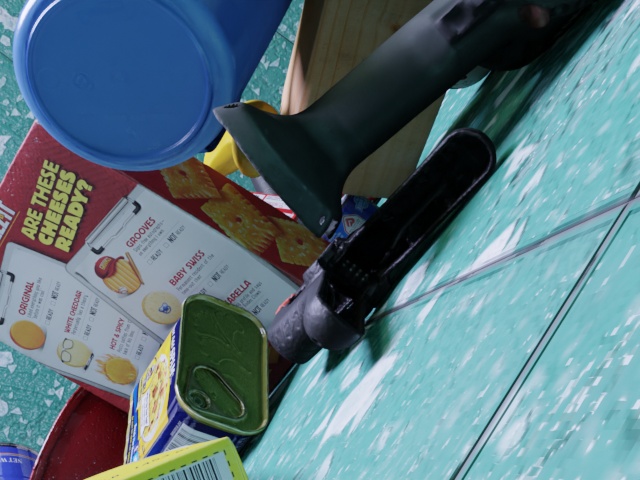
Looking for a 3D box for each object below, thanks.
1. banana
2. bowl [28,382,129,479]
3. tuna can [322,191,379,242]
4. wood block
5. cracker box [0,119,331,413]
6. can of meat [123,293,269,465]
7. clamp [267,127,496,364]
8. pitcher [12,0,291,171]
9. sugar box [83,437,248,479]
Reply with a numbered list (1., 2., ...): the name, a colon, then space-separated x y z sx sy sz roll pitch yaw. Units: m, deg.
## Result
1. banana: -0.053 -0.067 0.753 0.198 0.037 0.069 168 117 -75
2. bowl: -0.146 0.174 0.747 0.162 0.055 0.162 15 -90 -77
3. tuna can: 0.011 0.005 0.760 0.086 0.034 0.086 -54 3 3
4. wood block: 0.034 -0.129 0.681 0.206 0.090 0.091 108 166 -51
5. cracker box: -0.113 0.025 0.698 0.164 0.213 0.072 -53 11 29
6. can of meat: -0.075 0.097 0.630 0.084 0.057 0.102 -55 23 30
7. clamp: 0.021 0.010 0.502 0.120 0.039 0.172 -43 2 -17
8. pitcher: -0.080 -0.130 0.601 0.145 0.149 0.242 -42 19 28
9. sugar box: -0.084 0.118 0.447 0.093 0.048 0.176 -18 -5 -16
